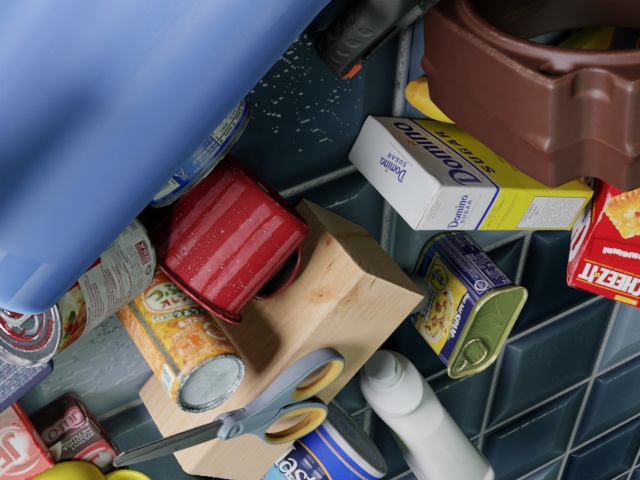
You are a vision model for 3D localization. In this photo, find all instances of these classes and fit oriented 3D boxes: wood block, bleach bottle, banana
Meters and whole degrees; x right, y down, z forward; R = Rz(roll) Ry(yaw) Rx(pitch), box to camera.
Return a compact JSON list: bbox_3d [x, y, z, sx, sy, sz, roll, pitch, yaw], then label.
[{"bbox_3d":[-0.033,0.081,0.826,0.206,0.090,0.090,-50,142,13],"label":"wood block"},{"bbox_3d":[0.095,0.174,1.020,0.068,0.103,0.250,-41,145,-6],"label":"bleach bottle"},{"bbox_3d":[0.148,-0.125,0.811,0.197,0.037,0.069,-26,127,-18],"label":"banana"}]

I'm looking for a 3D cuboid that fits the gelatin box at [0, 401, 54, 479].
[{"bbox_3d":[-0.242,0.148,0.740,0.089,0.030,0.073,-31,110,-10],"label":"gelatin box"}]

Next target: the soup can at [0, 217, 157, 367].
[{"bbox_3d":[-0.152,0.023,0.639,0.102,0.068,0.069,-40,159,-57],"label":"soup can"}]

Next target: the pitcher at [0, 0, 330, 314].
[{"bbox_3d":[-0.104,-0.086,0.537,0.243,0.145,0.149,-50,137,2],"label":"pitcher"}]

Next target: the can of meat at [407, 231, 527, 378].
[{"bbox_3d":[0.122,0.054,0.933,0.057,0.084,0.102,-10,135,-33],"label":"can of meat"}]

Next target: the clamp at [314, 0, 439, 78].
[{"bbox_3d":[0.058,-0.153,0.621,0.164,0.036,0.210,-40,-178,-21],"label":"clamp"}]

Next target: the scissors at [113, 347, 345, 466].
[{"bbox_3d":[-0.049,0.112,0.734,0.201,0.016,0.096,11,118,-56],"label":"scissors"}]

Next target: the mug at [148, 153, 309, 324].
[{"bbox_3d":[-0.055,0.001,0.721,0.081,0.093,0.117,-48,132,4],"label":"mug"}]

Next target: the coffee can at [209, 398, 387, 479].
[{"bbox_3d":[-0.025,0.215,0.962,0.140,0.103,0.102,-43,143,5],"label":"coffee can"}]

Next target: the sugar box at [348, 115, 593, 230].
[{"bbox_3d":[0.117,-0.050,0.812,0.175,0.093,0.048,1,127,-41],"label":"sugar box"}]

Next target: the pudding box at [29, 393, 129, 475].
[{"bbox_3d":[-0.213,0.178,0.816,0.113,0.039,0.090,-32,143,-9],"label":"pudding box"}]

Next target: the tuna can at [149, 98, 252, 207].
[{"bbox_3d":[-0.083,-0.062,0.635,0.086,0.086,0.033,-44,112,6],"label":"tuna can"}]
